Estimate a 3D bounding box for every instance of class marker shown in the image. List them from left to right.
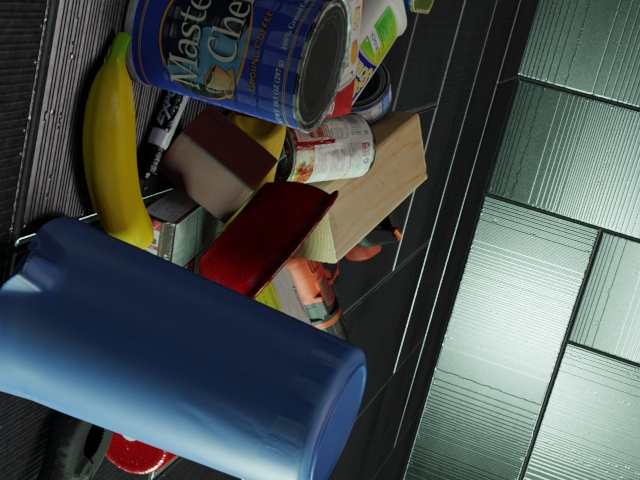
[{"bbox_3d":[-0.121,-0.105,0.864,0.020,0.020,0.121,55,55,-72],"label":"marker"}]

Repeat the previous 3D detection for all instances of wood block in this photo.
[{"bbox_3d":[0.029,-0.067,1.211,0.205,0.091,0.090,-42,130,-44],"label":"wood block"}]

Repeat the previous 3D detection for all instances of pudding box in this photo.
[{"bbox_3d":[-0.124,0.000,0.943,0.113,0.039,0.090,-49,152,-61],"label":"pudding box"}]

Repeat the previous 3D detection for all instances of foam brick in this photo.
[{"bbox_3d":[-0.086,-0.064,0.895,0.051,0.078,0.053,-48,-177,41],"label":"foam brick"}]

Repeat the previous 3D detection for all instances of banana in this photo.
[{"bbox_3d":[-0.147,-0.053,0.795,0.069,0.037,0.198,-54,157,-44],"label":"banana"}]

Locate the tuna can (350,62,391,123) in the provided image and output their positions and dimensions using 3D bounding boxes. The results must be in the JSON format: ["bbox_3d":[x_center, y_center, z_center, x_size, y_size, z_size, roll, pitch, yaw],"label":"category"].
[{"bbox_3d":[0.039,-0.175,1.233,0.034,0.086,0.086,80,32,-58],"label":"tuna can"}]

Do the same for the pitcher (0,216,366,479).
[{"bbox_3d":[-0.096,0.087,0.742,0.149,0.243,0.145,-34,142,-65],"label":"pitcher"}]

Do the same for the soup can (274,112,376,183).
[{"bbox_3d":[-0.003,-0.093,1.075,0.102,0.069,0.068,-9,122,-34],"label":"soup can"}]

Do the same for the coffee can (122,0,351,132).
[{"bbox_3d":[-0.060,-0.148,0.793,0.102,0.140,0.103,18,90,-75],"label":"coffee can"}]

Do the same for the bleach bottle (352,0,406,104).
[{"bbox_3d":[0.010,-0.171,1.167,0.250,0.068,0.102,-61,159,-18],"label":"bleach bottle"}]

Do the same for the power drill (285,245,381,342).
[{"bbox_3d":[0.020,0.042,1.379,0.187,0.057,0.184,-61,138,-47],"label":"power drill"}]

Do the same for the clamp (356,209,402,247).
[{"bbox_3d":[0.039,-0.045,1.336,0.209,0.036,0.164,50,53,-43],"label":"clamp"}]

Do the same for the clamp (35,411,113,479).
[{"bbox_3d":[-0.209,0.188,0.858,0.120,0.039,0.171,56,47,-77],"label":"clamp"}]

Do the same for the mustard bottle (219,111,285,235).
[{"bbox_3d":[-0.076,-0.028,1.034,0.096,0.058,0.192,-90,-170,-62],"label":"mustard bottle"}]

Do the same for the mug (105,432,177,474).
[{"bbox_3d":[-0.150,0.143,0.944,0.081,0.093,0.117,-30,106,-61],"label":"mug"}]

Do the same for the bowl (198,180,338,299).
[{"bbox_3d":[-0.056,0.001,0.926,0.162,0.055,0.162,-49,-176,5],"label":"bowl"}]
